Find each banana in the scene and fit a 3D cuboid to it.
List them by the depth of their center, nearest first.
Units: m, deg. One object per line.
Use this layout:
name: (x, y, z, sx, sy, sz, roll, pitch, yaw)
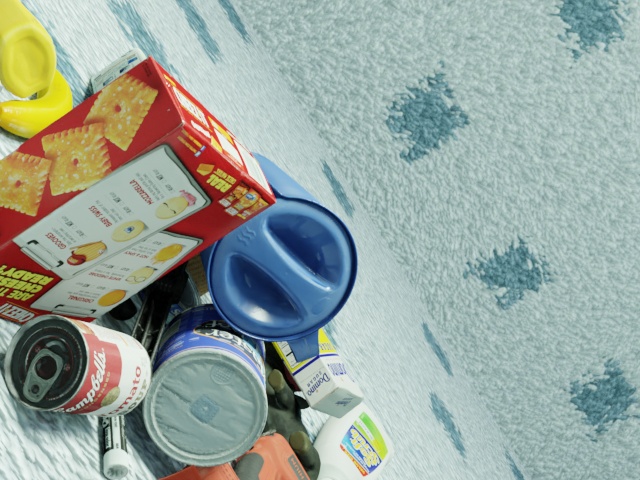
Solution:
banana: (-0.280, -0.134, 1.058, 0.069, 0.037, 0.198, 35, 17, -19)

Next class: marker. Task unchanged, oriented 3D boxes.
marker: (-0.167, 0.140, 0.858, 0.020, 0.020, 0.121, 52, 12, -37)

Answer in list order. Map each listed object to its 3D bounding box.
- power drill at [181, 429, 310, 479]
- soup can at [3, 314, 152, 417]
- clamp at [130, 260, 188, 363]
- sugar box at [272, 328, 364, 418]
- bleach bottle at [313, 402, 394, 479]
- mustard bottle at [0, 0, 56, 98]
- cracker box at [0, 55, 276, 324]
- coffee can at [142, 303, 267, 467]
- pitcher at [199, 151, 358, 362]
power drill: (-0.047, 0.262, 0.983, 0.184, 0.057, 0.187, 60, 10, 2)
soup can: (-0.177, 0.096, 0.794, 0.068, 0.068, 0.102, 63, 11, 19)
clamp: (-0.143, 0.048, 0.958, 0.036, 0.164, 0.210, 21, -8, -7)
sugar box: (-0.022, 0.110, 1.187, 0.176, 0.048, 0.093, 54, 8, 25)
bleach bottle: (0.032, 0.278, 1.315, 0.102, 0.068, 0.250, 59, 12, -1)
mustard bottle: (-0.318, -0.225, 0.987, 0.192, 0.058, 0.096, 50, -18, 21)
cracker box: (-0.162, -0.024, 0.792, 0.072, 0.214, 0.164, 62, 10, 25)
coffee can: (-0.099, 0.123, 0.941, 0.103, 0.103, 0.140, 57, 4, -13)
pitcher: (-0.057, 0.001, 1.024, 0.144, 0.149, 0.243, 24, 11, -20)
